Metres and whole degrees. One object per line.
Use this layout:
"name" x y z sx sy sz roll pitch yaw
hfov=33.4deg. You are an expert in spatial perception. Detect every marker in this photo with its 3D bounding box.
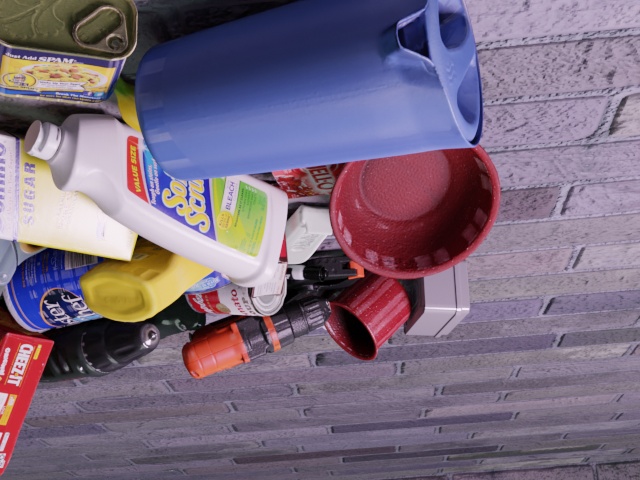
"marker" -0.047 0.036 1.265 0.121 0.020 0.020 3 163 25

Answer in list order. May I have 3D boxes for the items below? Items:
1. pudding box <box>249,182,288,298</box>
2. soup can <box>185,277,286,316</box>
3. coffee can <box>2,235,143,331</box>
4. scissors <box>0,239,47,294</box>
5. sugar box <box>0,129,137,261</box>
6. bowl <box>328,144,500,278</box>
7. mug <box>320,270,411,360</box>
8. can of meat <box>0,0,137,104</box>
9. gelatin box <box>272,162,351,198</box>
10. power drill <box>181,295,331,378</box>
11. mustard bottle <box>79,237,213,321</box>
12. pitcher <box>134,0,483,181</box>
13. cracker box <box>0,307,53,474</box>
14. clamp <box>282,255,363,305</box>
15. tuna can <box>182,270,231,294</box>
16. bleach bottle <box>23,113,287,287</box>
"pudding box" -0.057 0.001 1.115 0.039 0.090 0.113 -3 159 -5
"soup can" -0.098 0.053 1.237 0.102 0.068 0.068 0 165 37
"coffee can" -0.257 0.037 1.153 0.140 0.103 0.102 -12 158 19
"scissors" -0.337 0.021 1.089 0.202 0.016 0.096 -46 127 13
"sugar box" -0.245 -0.042 0.961 0.175 0.093 0.048 11 -172 -37
"bowl" 0.085 -0.046 1.007 0.162 0.055 0.162 -3 121 -6
"mug" 0.052 0.086 1.343 0.117 0.081 0.093 23 142 38
"can of meat" -0.190 -0.141 0.771 0.102 0.057 0.084 4 160 -19
"gelatin box" -0.008 -0.071 1.020 0.073 0.030 0.089 -6 159 5
"power drill" -0.086 0.114 1.317 0.184 0.057 0.188 -20 178 -11
"mustard bottle" -0.148 0.016 1.082 0.096 0.058 0.191 0 -157 32
"pitcher" -0.005 -0.114 0.792 0.243 0.145 0.149 -9 132 21
"cracker box" -0.411 0.150 1.218 0.214 0.164 0.072 22 -179 42
"clamp" -0.027 0.046 1.307 0.172 0.039 0.120 -22 162 41
"tuna can" -0.130 0.027 1.178 0.086 0.034 0.086 -10 -158 4
"bleach bottle" -0.147 -0.041 0.955 0.250 0.102 0.068 22 161 -36
